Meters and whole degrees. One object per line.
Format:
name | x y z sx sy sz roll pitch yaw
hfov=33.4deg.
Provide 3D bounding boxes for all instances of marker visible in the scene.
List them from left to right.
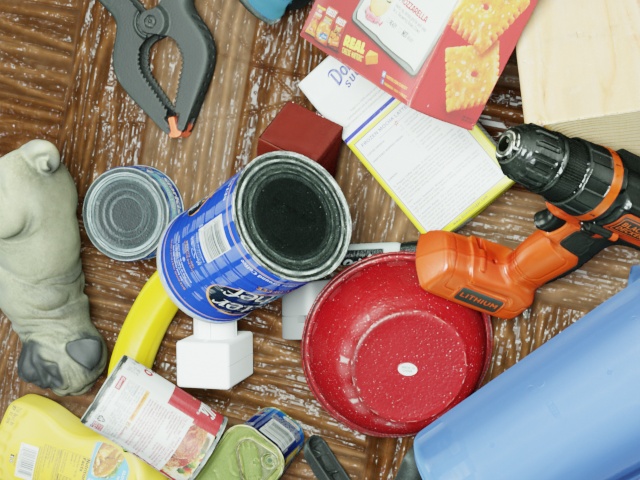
marker | 0.037 0.011 0.903 0.121 0.020 0.020 -3 94 15

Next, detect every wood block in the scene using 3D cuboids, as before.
wood block | 0.185 -0.160 0.772 0.090 0.090 0.206 -7 68 14

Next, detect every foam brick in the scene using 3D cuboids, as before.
foam brick | -0.019 -0.065 0.875 0.053 0.078 0.051 28 56 12

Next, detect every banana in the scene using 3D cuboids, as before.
banana | -0.147 0.084 0.943 0.070 0.037 0.198 25 97 38

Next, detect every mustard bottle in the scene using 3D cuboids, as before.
mustard bottle | -0.200 0.213 0.963 0.192 0.058 0.096 17 100 13

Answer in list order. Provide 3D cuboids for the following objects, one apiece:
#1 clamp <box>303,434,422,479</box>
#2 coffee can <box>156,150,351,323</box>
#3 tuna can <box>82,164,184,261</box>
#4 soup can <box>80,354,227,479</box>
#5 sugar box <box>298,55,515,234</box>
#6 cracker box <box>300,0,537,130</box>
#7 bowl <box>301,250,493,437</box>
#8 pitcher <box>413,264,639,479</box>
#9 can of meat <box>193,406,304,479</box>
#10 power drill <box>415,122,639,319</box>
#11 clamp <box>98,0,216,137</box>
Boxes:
clamp | 0.053 0.242 0.897 0.120 0.039 0.171 -14 94 44
coffee can | -0.056 0.001 0.846 0.141 0.102 0.103 -29 86 54
tuna can | -0.167 -0.024 0.948 0.086 0.033 0.086 1 95 15
soup can | -0.137 0.149 0.882 0.102 0.068 0.068 33 102 -6
sugar box | 0.073 -0.091 0.873 0.093 0.048 0.176 -40 80 16
cracker box | 0.090 -0.207 0.755 0.164 0.072 0.214 44 112 51
bowl | 0.066 0.093 0.855 0.162 0.055 0.162 -1 103 -6
pitcher | 0.199 0.139 0.795 0.243 0.149 0.145 -34 95 10
can of meat | -0.063 0.197 0.912 0.057 0.083 0.102 37 102 9
power drill | 0.155 -0.009 0.775 0.188 0.184 0.057 -33 44 49
clamp | -0.134 -0.196 0.923 0.165 0.036 0.210 -17 92 16
